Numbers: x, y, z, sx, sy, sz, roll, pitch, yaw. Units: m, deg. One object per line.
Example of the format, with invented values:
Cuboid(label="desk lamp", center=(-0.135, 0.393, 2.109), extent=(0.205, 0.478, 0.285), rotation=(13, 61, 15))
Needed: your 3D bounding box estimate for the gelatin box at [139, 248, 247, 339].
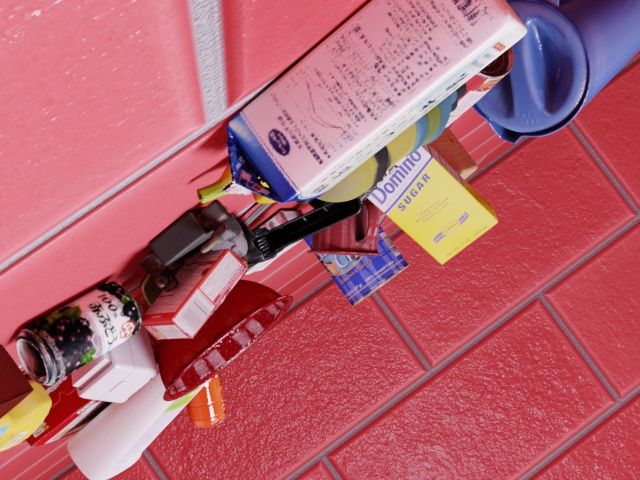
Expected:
Cuboid(label="gelatin box", center=(-0.116, 0.049, 0.974), extent=(0.089, 0.030, 0.073), rotation=(-53, -158, -25))

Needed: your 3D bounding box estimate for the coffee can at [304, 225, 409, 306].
Cuboid(label="coffee can", center=(0.045, 0.008, 1.525), extent=(0.103, 0.140, 0.103), rotation=(-36, 175, -4))

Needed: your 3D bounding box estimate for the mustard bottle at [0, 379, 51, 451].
Cuboid(label="mustard bottle", center=(-0.342, 0.187, 1.040), extent=(0.096, 0.058, 0.191), rotation=(-36, 175, 10))

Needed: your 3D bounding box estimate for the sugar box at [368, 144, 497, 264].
Cuboid(label="sugar box", center=(0.123, -0.055, 1.279), extent=(0.093, 0.176, 0.048), rotation=(-40, -146, 19))

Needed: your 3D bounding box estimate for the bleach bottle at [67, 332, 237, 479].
Cuboid(label="bleach bottle", center=(-0.176, 0.169, 1.193), extent=(0.251, 0.068, 0.102), rotation=(-44, 171, 25))

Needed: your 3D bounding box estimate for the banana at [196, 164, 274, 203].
Cuboid(label="banana", center=(-0.050, -0.056, 0.925), extent=(0.070, 0.037, 0.197), rotation=(-17, 177, 11))

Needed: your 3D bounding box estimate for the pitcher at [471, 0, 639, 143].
Cuboid(label="pitcher", center=(0.248, -0.210, 1.056), extent=(0.149, 0.145, 0.242), rotation=(-25, -172, 42))

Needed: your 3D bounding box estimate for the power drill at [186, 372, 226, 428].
Cuboid(label="power drill", center=(-0.147, 0.115, 1.311), extent=(0.057, 0.184, 0.187), rotation=(-6, -166, 3))

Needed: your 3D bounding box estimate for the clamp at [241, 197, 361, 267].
Cuboid(label="clamp", center=(-0.058, 0.001, 1.200), extent=(0.164, 0.036, 0.210), rotation=(-18, 174, -30))

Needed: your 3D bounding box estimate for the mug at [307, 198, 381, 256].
Cuboid(label="mug", center=(0.036, -0.023, 1.314), extent=(0.093, 0.081, 0.117), rotation=(3, 178, -24))

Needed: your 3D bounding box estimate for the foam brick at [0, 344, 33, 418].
Cuboid(label="foam brick", center=(-0.289, 0.127, 0.889), extent=(0.053, 0.051, 0.078), rotation=(-38, 175, 15))

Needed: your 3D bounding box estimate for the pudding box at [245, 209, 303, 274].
Cuboid(label="pudding box", center=(-0.061, 0.001, 1.333), extent=(0.090, 0.039, 0.113), rotation=(-38, 177, 10))

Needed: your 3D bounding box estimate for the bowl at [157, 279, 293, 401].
Cuboid(label="bowl", center=(-0.105, 0.087, 1.052), extent=(0.162, 0.055, 0.162), rotation=(-39, 170, -9))

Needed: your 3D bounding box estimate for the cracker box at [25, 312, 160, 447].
Cuboid(label="cracker box", center=(-0.258, 0.155, 1.245), extent=(0.164, 0.072, 0.213), rotation=(-38, 174, 0))
